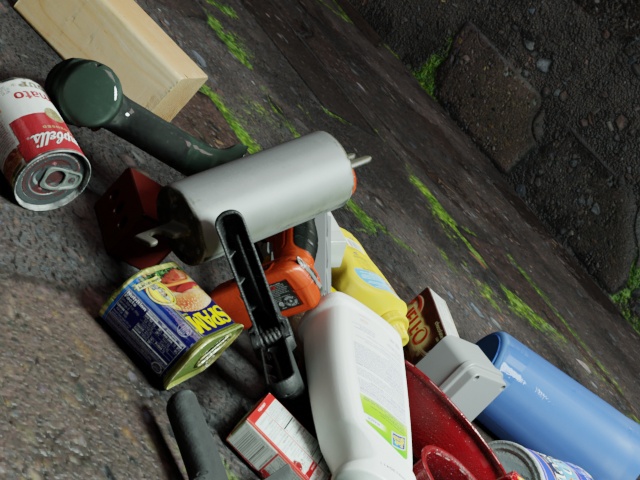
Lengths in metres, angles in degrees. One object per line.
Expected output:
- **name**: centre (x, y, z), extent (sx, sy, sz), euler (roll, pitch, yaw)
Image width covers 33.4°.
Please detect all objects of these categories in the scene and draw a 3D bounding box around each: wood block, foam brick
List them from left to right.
- **wood block**: centre (-0.244, -0.232, 1.255), extent (0.206, 0.090, 0.090), euler (46, 17, 4)
- **foam brick**: centre (-0.167, -0.019, 0.985), extent (0.051, 0.053, 0.078), euler (31, 21, -39)

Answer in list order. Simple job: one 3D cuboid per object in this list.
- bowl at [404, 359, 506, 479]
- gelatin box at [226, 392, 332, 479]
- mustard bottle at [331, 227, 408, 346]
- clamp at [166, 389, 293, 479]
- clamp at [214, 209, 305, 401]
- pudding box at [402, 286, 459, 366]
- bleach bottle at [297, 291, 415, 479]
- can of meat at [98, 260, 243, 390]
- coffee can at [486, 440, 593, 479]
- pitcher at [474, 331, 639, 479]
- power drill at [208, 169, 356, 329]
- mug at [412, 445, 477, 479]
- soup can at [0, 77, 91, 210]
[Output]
- **bowl**: centre (0.107, 0.191, 1.029), extent (0.162, 0.055, 0.162), euler (49, -10, 11)
- **gelatin box**: centre (-0.030, 0.176, 0.882), extent (0.089, 0.030, 0.073), euler (46, 15, 2)
- **mustard bottle**: centre (0.052, 0.060, 1.280), extent (0.096, 0.058, 0.192), euler (31, 15, -44)
- **clamp**: centre (-0.060, 0.191, 0.760), extent (0.120, 0.039, 0.171), euler (31, 27, -26)
- **clamp**: centre (-0.039, 0.090, 0.910), extent (0.210, 0.036, 0.164), euler (74, -3, -57)
- **pudding box**: centre (0.117, 0.120, 1.263), extent (0.039, 0.090, 0.113), euler (37, 18, -26)
- **bleach bottle**: centre (0.031, 0.152, 0.918), extent (0.102, 0.068, 0.251), euler (35, 25, -19)
- **can of meat**: centre (-0.122, 0.067, 0.879), extent (0.084, 0.057, 0.102), euler (44, 15, 9)
- **coffee can**: centre (0.219, 0.272, 1.113), extent (0.140, 0.103, 0.103), euler (27, 24, -46)
- **pitcher**: centre (0.289, 0.220, 1.371), extent (0.242, 0.145, 0.149), euler (38, -14, -12)
- **power drill**: centre (-0.057, 0.001, 1.065), extent (0.057, 0.185, 0.187), euler (53, 29, -33)
- **mug**: centre (0.103, 0.248, 0.931), extent (0.117, 0.082, 0.093), euler (41, 17, -12)
- **soup can**: centre (-0.249, -0.084, 0.920), extent (0.068, 0.068, 0.102), euler (21, 28, -54)
